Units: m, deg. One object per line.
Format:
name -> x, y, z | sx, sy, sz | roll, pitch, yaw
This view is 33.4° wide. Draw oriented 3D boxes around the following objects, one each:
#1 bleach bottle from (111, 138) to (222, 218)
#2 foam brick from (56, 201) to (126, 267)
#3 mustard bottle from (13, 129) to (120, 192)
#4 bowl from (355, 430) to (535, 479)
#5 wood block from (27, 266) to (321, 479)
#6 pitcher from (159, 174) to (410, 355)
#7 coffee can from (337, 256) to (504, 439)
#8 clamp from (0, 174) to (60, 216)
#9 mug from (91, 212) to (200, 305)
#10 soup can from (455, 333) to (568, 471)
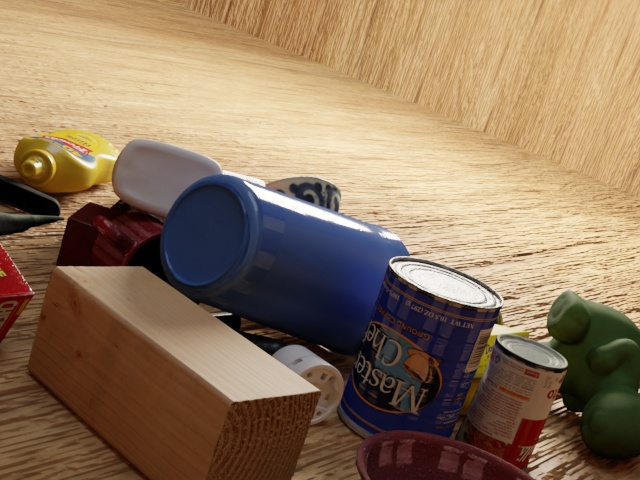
bleach bottle -> -0.164, -0.060, 1.101 | 0.102, 0.068, 0.251 | 18, -1, -11
foam brick -> -0.223, 0.000, 1.062 | 0.051, 0.053, 0.078 | 19, 14, 0
mustard bottle -> -0.306, -0.093, 1.258 | 0.096, 0.058, 0.191 | 25, 13, 3
bowl -> 0.093, 0.196, 0.742 | 0.162, 0.055, 0.162 | 17, 15, -5
wood block -> -0.111, 0.101, 0.770 | 0.206, 0.090, 0.090 | 30, 19, 37
pitcher -> -0.033, 0.015, 0.969 | 0.149, 0.145, 0.242 | 5, -11, 36
coffee can -> 0.084, 0.098, 0.913 | 0.102, 0.140, 0.103 | 17, 15, -5
clamp -> -0.400, -0.074, 1.142 | 0.210, 0.036, 0.164 | 33, 20, 32
mug -> -0.168, 0.016, 0.983 | 0.117, 0.093, 0.082 | 44, -9, -39
soup can -> 0.167, 0.141, 0.933 | 0.068, 0.102, 0.068 | 17, 15, -5
